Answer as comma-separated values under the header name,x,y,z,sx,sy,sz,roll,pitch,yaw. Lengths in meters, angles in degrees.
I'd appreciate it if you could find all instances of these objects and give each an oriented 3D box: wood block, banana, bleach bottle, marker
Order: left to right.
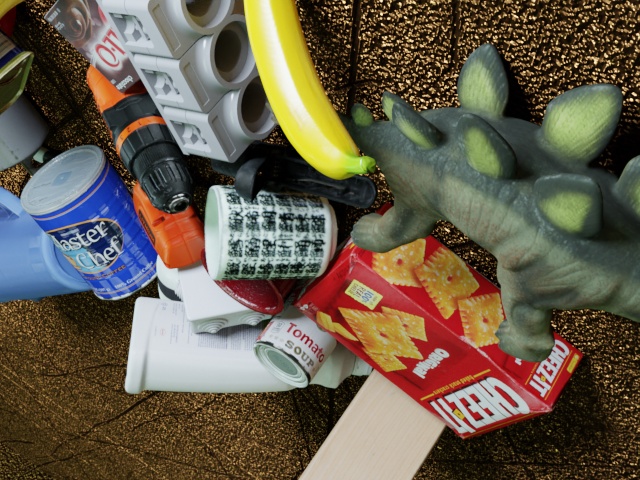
name,x,y,z,sx,sy,sz,roll,pitch,yaw
marker,-0.338,-0.107,1.229,0.121,0.020,0.020,23,150,25
bleach bottle,-0.069,0.118,1.098,0.250,0.102,0.068,7,129,-9
banana,-0.013,-0.115,0.716,0.070,0.037,0.198,-44,64,47
wood block,0.052,0.208,1.050,0.091,0.205,0.090,34,153,7

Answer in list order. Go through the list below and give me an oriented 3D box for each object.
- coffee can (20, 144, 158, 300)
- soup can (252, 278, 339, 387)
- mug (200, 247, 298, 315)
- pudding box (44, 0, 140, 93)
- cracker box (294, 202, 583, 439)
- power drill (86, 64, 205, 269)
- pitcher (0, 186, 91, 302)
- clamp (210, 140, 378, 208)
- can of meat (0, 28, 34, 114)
name,x,y,z,sx,sy,sz,roll,pitch,yaw
coffee can,-0.242,-0.019,1.161,0.103,0.102,0.140,9,142,43
soup can,-0.012,0.085,1.048,0.068,0.102,0.068,29,152,17
mug,-0.057,0.001,0.993,0.093,0.081,0.117,10,143,42
pudding box,-0.162,-0.175,0.854,0.090,0.039,0.114,46,153,-15
cracker box,0.095,0.079,0.945,0.213,0.072,0.164,39,154,-4
power drill,-0.146,-0.056,0.971,0.187,0.057,0.184,82,162,-55
pitcher,-0.354,0.003,1.308,0.148,0.145,0.243,6,173,-41
clamp,-0.031,-0.058,0.876,0.120,0.039,0.172,11,-166,-23
can of meat,-0.309,-0.160,0.945,0.084,0.057,0.102,43,152,-5
